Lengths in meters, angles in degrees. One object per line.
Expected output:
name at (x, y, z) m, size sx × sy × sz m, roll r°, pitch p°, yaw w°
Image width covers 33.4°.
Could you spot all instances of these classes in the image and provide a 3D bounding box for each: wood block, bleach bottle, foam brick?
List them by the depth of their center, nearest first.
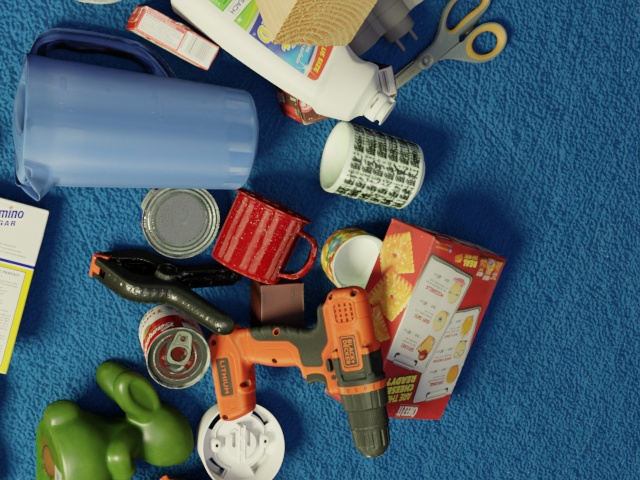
wood block at (-0.025, -0.301, 1.056) m, size 0.090 × 0.091 × 0.206 m, roll -5°, pitch 61°, yaw -31°
bleach bottle at (-0.028, -0.208, 1.096) m, size 0.251 × 0.068 × 0.102 m, roll 36°, pitch 73°, yaw 6°
foam brick at (-0.050, 0.080, 1.224) m, size 0.053 × 0.051 × 0.078 m, roll -2°, pitch 103°, yaw -16°

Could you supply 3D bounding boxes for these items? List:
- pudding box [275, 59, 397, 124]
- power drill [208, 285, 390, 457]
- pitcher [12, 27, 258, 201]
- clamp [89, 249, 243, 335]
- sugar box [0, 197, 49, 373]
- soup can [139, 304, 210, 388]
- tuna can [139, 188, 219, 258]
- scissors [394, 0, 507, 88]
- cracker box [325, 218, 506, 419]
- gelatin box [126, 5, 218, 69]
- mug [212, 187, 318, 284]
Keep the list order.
pudding box at (0.016, -0.163, 1.167) m, size 0.113 × 0.090 × 0.039 m, roll -17°, pitch 109°, yaw -13°
power drill at (-0.020, 0.149, 1.154) m, size 0.188 × 0.057 × 0.184 m, roll -9°, pitch 90°, yaw 18°
pitcher at (-0.193, -0.124, 1.105) m, size 0.242 × 0.145 × 0.149 m, roll 3°, pitch 114°, yaw -20°
clamp at (-0.163, 0.043, 1.173) m, size 0.171 × 0.120 × 0.039 m, roll 21°, pitch 113°, yaw 0°
sugar box at (-0.351, 0.042, 1.111) m, size 0.093 × 0.048 × 0.176 m, roll 17°, pitch 78°, yaw -19°
soup can at (-0.162, 0.113, 1.172) m, size 0.068 × 0.102 × 0.068 m, roll -3°, pitch 103°, yaw -14°
tuna can at (-0.156, -0.025, 1.179) m, size 0.086 × 0.034 × 0.086 m, roll -3°, pitch 103°, yaw -15°
scissors at (0.139, -0.202, 1.232) m, size 0.096 × 0.016 × 0.202 m, roll 37°, pitch 91°, yaw -20°
cracker box at (0.110, 0.095, 1.230) m, size 0.163 × 0.072 × 0.214 m, roll 14°, pitch 100°, yaw -50°
gelatin box at (-0.155, -0.213, 1.116) m, size 0.089 × 0.073 × 0.030 m, roll 28°, pitch 93°, yaw -19°
mug at (-0.058, 0.001, 1.174) m, size 0.117 × 0.093 × 0.081 m, roll 26°, pitch 95°, yaw 15°
